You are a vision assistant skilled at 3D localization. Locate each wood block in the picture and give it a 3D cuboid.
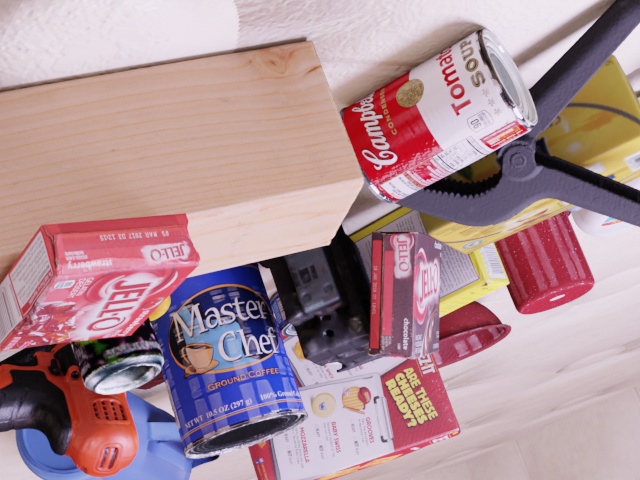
[{"bbox_3d":[-0.095,-0.031,0.569,0.205,0.091,0.090,-13,160,-18],"label":"wood block"}]

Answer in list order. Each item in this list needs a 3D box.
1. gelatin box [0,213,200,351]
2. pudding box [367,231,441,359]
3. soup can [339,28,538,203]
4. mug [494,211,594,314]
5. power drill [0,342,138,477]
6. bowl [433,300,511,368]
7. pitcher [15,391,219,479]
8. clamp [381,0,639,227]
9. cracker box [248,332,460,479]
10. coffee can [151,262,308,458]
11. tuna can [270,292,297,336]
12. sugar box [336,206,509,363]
[{"bbox_3d":[-0.109,0.021,0.509,0.073,0.030,0.089,-4,156,-37],"label":"gelatin box"},{"bbox_3d":[0.064,0.040,0.796,0.039,0.090,0.113,2,178,13],"label":"pudding box"},{"bbox_3d":[0.071,-0.074,0.647,0.102,0.068,0.068,-28,160,24],"label":"soup can"},{"bbox_3d":[0.226,0.022,1.062,0.093,0.081,0.117,-33,158,36],"label":"mug"},{"bbox_3d":[-0.229,0.090,0.740,0.187,0.185,0.057,7,114,-27],"label":"power drill"},{"bbox_3d":[0.144,0.110,1.278,0.162,0.055,0.162,-17,162,-6],"label":"bowl"},{"bbox_3d":[-0.211,0.211,1.103,0.149,0.145,0.243,-49,162,-11],"label":"pitcher"},{"bbox_3d":[0.133,-0.069,0.698,0.210,0.164,0.036,-5,-157,17],"label":"clamp"},{"bbox_3d":[0.020,0.161,1.127,0.214,0.164,0.072,-20,164,4],"label":"cracker box"},{"bbox_3d":[-0.080,0.092,0.861,0.102,0.140,0.103,-17,162,-6],"label":"coffee can"},{"bbox_3d":[-0.003,0.061,1.022,0.086,0.034,0.086,-17,162,-6],"label":"tuna can"},{"bbox_3d":[0.063,0.031,0.907,0.176,0.093,0.048,-30,159,32],"label":"sugar box"}]
